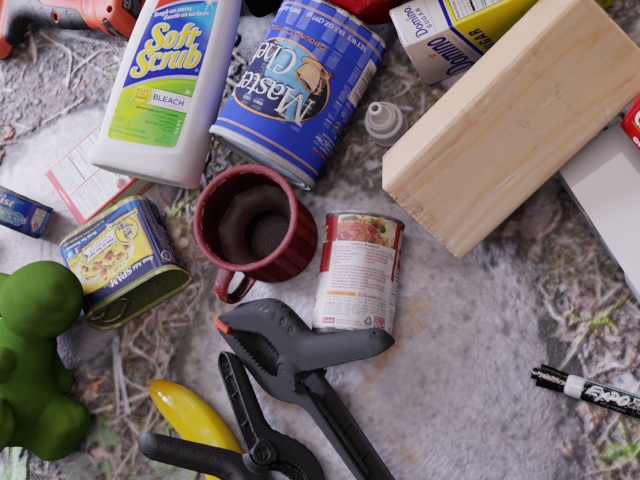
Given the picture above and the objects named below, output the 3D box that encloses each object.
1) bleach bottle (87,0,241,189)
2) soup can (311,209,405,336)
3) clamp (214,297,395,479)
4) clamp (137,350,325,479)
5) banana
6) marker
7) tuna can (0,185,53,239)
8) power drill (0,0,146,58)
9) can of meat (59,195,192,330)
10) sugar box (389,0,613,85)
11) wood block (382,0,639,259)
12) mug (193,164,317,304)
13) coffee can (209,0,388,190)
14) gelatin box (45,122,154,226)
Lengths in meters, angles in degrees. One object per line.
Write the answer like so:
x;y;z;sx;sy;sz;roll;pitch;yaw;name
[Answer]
-0.128;-0.178;0.953;0.102;0.068;0.251;12;87;11;bleach bottle
0.032;0.032;0.894;0.069;0.068;0.102;4;79;19;soup can
-0.011;0.097;0.865;0.036;0.165;0.210;-27;46;-34;clamp
-0.063;0.182;0.871;0.120;0.039;0.171;-36;76;-31;clamp
-0.092;0.201;0.907;0.070;0.037;0.198;-23;71;9;banana
0.224;0.123;0.835;0.121;0.020;0.020;17;82;21;marker
-0.298;-0.032;1.006;0.086;0.086;0.034;21;85;21;tuna can
-0.263;-0.271;1.071;0.188;0.057;0.184;4;81;21;power drill
-0.180;0.020;0.971;0.102;0.057;0.084;-31;68;9;can of meat
0.154;-0.195;0.897;0.176;0.093;0.048;-25;71;11;sugar box
0.151;-0.096;0.836;0.090;0.090;0.206;42;107;-11;wood block
-0.056;0.001;0.921;0.093;0.081;0.117;21;83;21;mug
-0.019;-0.129;0.931;0.103;0.102;0.140;28;86;22;coffee can
-0.206;-0.062;1.014;0.089;0.030;0.073;-41;67;4;gelatin box
